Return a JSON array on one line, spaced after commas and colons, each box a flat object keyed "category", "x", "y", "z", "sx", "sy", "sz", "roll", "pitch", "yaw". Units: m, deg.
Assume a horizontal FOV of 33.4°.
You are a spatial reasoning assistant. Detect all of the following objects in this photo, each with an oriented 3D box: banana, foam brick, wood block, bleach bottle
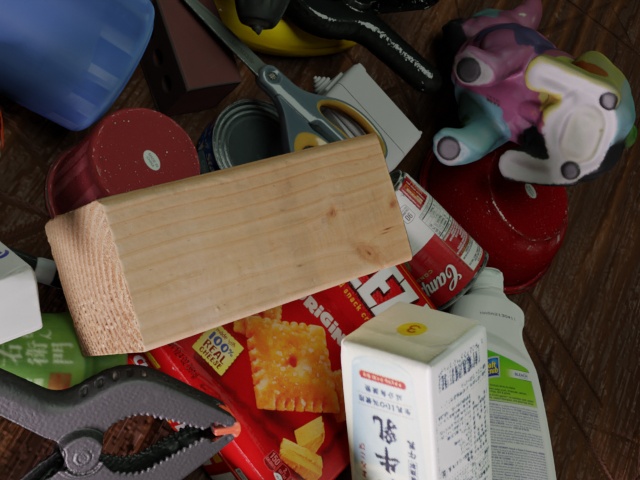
[{"category": "banana", "x": -0.016, "y": -0.186, "z": 0.903, "sx": 0.197, "sy": 0.037, "sz": 0.070, "roll": -18, "pitch": 70, "yaw": -36}, {"category": "foam brick", "x": -0.104, "y": -0.143, "z": 0.821, "sx": 0.051, "sy": 0.053, "sz": 0.078, "roll": -15, "pitch": 81, "yaw": -35}, {"category": "wood block", "x": -0.055, "y": 0.000, "z": 0.682, "sx": 0.205, "sy": 0.091, "sz": 0.090, "roll": -17, "pitch": 92, "yaw": -35}, {"category": "bleach bottle", "x": 0.145, "y": 0.145, "z": 0.870, "sx": 0.102, "sy": 0.068, "sz": 0.251, "roll": 14, "pitch": 64, "yaw": -28}]

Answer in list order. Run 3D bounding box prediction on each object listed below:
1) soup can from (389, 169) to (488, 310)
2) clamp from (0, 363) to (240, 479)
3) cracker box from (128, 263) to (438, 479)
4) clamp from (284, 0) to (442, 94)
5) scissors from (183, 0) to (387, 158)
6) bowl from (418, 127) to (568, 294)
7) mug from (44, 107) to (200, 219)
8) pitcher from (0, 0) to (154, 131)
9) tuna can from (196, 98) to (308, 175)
[{"category": "soup can", "x": 0.078, "y": 0.000, "z": 0.875, "sx": 0.102, "sy": 0.069, "sz": 0.068, "roll": 44, "pitch": 56, "yaw": -11}, {"category": "clamp", "x": -0.153, "y": 0.133, "z": 0.648, "sx": 0.209, "sy": 0.036, "sz": 0.165, "roll": 2, "pitch": 108, "yaw": -25}, {"category": "cracker box", "x": -0.016, "y": 0.079, "z": 0.785, "sx": 0.213, "sy": 0.072, "sz": 0.164, "roll": -40, "pitch": 97, "yaw": -36}, {"category": "clamp", "x": 0.032, "y": -0.198, "z": 0.888, "sx": 0.171, "sy": 0.039, "sz": 0.120, "roll": 26, "pitch": 44, "yaw": -14}, {"category": "scissors", "x": -0.039, "y": -0.103, "z": 0.799, "sx": 0.201, "sy": 0.016, "sz": 0.096, "roll": 31, "pitch": 57, "yaw": -14}, {"category": "bowl", "x": 0.168, "y": -0.036, "z": 0.952, "sx": 0.161, "sy": 0.055, "sz": 0.162, "roll": 11, "pitch": 68, "yaw": -29}, {"category": "mug", "x": -0.140, "y": -0.033, "z": 0.741, "sx": 0.093, "sy": 0.082, "sz": 0.117, "roll": 35, "pitch": 58, "yaw": -17}, {"category": "pitcher", "x": -0.236, "y": -0.184, "z": 0.715, "sx": 0.242, "sy": 0.145, "sz": 0.149, "roll": 31, "pitch": 84, "yaw": -24}, {"category": "tuna can", "x": -0.053, "y": -0.065, "z": 0.836, "sx": 0.086, "sy": 0.034, "sz": 0.086, "roll": 11, "pitch": 68, "yaw": -29}]
